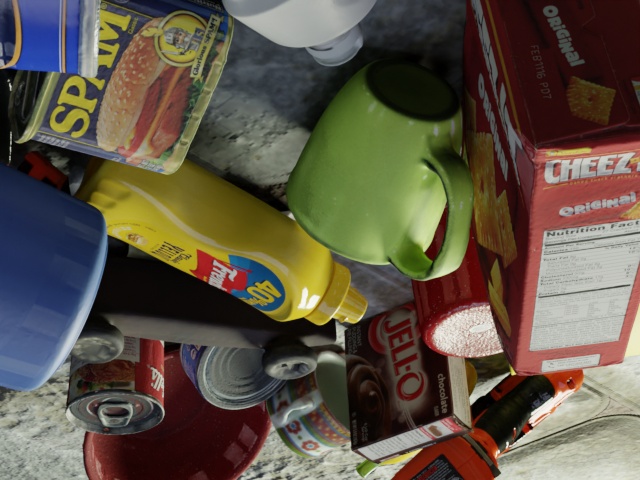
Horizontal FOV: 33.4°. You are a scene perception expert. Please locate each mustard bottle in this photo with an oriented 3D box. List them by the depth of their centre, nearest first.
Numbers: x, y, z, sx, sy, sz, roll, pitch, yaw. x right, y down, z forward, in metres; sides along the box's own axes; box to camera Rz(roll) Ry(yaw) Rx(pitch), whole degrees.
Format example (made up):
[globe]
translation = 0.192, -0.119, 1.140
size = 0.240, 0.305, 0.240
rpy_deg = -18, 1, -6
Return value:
[mustard bottle]
translation = -0.054, 0.001, 0.653
size = 0.191, 0.058, 0.096
rpy_deg = 28, 157, -17

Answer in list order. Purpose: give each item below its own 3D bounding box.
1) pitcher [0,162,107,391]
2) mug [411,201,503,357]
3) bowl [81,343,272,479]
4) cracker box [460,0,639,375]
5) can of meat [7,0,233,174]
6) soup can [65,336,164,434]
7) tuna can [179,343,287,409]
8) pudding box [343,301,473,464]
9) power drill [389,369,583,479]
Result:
[pitcher]
translation = -0.243, -0.008, 0.547
size = 0.242, 0.149, 0.145
rpy_deg = 24, 110, -23
[mug]
translation = 0.114, 0.032, 0.749
size = 0.117, 0.081, 0.093
rpy_deg = 22, 138, -34
[bowl]
translation = -0.121, 0.141, 0.870
size = 0.161, 0.055, 0.162
rpy_deg = -14, 123, -22
[cracker box]
translation = 0.117, -0.050, 0.554
size = 0.072, 0.164, 0.213
rpy_deg = -9, 146, 2
[can of meat]
translation = -0.101, -0.089, 0.542
size = 0.083, 0.057, 0.102
rpy_deg = 14, 116, -30
[soup can]
translation = -0.146, 0.079, 0.767
size = 0.068, 0.102, 0.068
rpy_deg = -3, 146, -3
[tuna can]
translation = -0.061, 0.085, 0.812
size = 0.086, 0.034, 0.086
rpy_deg = -14, 123, -23
[pudding box]
translation = 0.066, 0.106, 0.826
size = 0.090, 0.113, 0.039
rpy_deg = -26, 139, 27
[power drill]
translation = 0.125, 0.176, 0.902
size = 0.187, 0.057, 0.185
rpy_deg = -30, 162, -53
